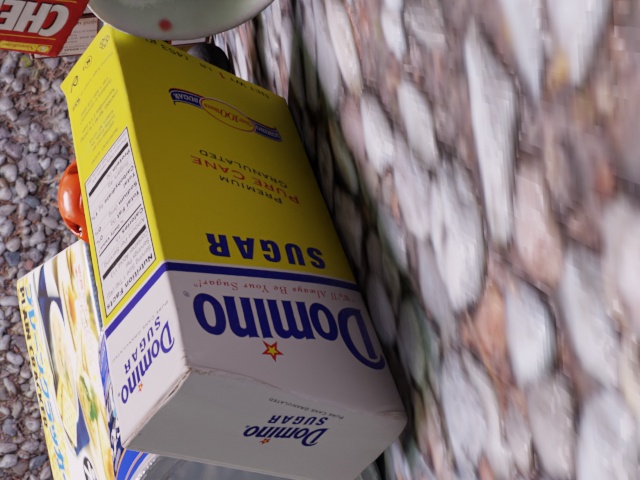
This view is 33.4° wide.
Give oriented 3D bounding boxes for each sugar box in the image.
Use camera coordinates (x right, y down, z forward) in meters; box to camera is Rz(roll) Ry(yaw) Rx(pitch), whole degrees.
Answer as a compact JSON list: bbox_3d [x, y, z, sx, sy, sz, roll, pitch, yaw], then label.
[{"bbox_3d":[-0.036,-0.001,0.389,0.048,0.093,0.176,-49,42,26],"label":"sugar box"}]
